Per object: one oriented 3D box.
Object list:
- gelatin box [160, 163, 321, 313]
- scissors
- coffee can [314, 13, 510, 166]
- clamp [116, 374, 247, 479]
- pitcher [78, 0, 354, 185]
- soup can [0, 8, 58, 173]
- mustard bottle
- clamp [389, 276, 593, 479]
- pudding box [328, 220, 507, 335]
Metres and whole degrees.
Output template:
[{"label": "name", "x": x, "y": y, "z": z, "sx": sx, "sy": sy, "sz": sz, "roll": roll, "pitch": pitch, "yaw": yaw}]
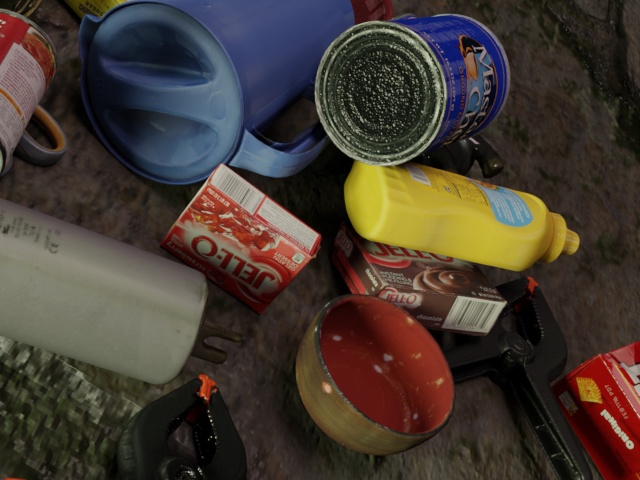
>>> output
[{"label": "gelatin box", "x": -0.055, "y": 0.001, "z": 0.739, "sx": 0.089, "sy": 0.073, "sz": 0.030, "roll": 36, "pitch": 40, "yaw": -8}, {"label": "scissors", "x": -0.263, "y": -0.108, "z": 0.713, "sx": 0.201, "sy": 0.016, "sz": 0.096, "roll": 35, "pitch": 39, "yaw": -8}, {"label": "coffee can", "x": 0.073, "y": -0.117, "z": 0.807, "sx": 0.103, "sy": 0.103, "sz": 0.140, "roll": 49, "pitch": 30, "yaw": 9}, {"label": "clamp", "x": -0.076, "y": 0.152, "z": 0.606, "sx": 0.120, "sy": 0.039, "sz": 0.171, "roll": 36, "pitch": 39, "yaw": -10}, {"label": "pitcher", "x": -0.057, "y": -0.139, "z": 0.830, "sx": 0.242, "sy": 0.145, "sz": 0.149, "roll": -44, "pitch": 121, "yaw": -55}, {"label": "soup can", "x": -0.213, "y": -0.089, "z": 0.670, "sx": 0.068, "sy": 0.069, "sz": 0.102, "roll": 28, "pitch": 43, "yaw": -16}, {"label": "mustard bottle", "x": 0.118, "y": -0.017, "z": 0.834, "sx": 0.191, "sy": 0.058, "sz": 0.096, "roll": 12, "pitch": 23, "yaw": -20}, {"label": "clamp", "x": 0.156, "y": 0.102, "z": 0.844, "sx": 0.164, "sy": 0.036, "sz": 0.209, "roll": 34, "pitch": 36, "yaw": 5}, {"label": "pudding box", "x": 0.073, "y": 0.029, "z": 0.820, "sx": 0.113, "sy": 0.039, "sz": 0.090, "roll": 11, "pitch": 28, "yaw": -28}]
